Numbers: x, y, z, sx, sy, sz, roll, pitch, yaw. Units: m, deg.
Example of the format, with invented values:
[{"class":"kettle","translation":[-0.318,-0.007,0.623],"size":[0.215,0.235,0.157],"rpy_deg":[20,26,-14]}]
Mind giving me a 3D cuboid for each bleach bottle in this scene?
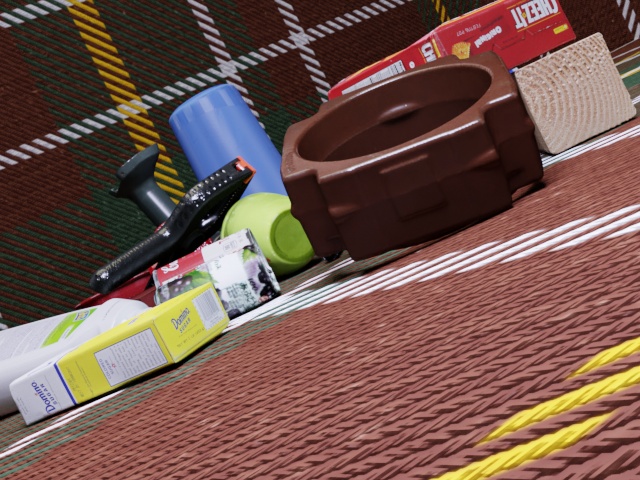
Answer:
[{"class":"bleach bottle","translation":[-0.255,0.113,1.042],"size":[0.251,0.068,0.102],"rpy_deg":[-18,28,30]}]

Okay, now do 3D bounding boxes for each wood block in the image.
[{"class":"wood block","translation":[0.250,-0.150,1.111],"size":[0.091,0.090,0.206],"rpy_deg":[-25,4,7]}]

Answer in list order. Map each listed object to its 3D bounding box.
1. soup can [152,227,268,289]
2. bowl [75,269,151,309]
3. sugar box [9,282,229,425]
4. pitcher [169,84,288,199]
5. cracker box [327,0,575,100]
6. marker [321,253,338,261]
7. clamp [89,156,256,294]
[{"class":"soup can","translation":[-0.102,0.038,1.033],"size":[0.102,0.068,0.068],"rpy_deg":[-25,4,1]},{"class":"bowl","translation":[-0.229,0.076,1.369],"size":[0.162,0.055,0.162],"rpy_deg":[-25,-1,-1]},{"class":"sugar box","translation":[-0.169,0.095,0.891],"size":[0.176,0.048,0.093],"rpy_deg":[-22,5,29]},{"class":"pitcher","translation":[-0.106,-0.094,1.508],"size":[0.144,0.243,0.149],"rpy_deg":[-29,-2,-22]},{"class":"cracker box","translation":[0.128,-0.181,1.104],"size":[0.164,0.072,0.214],"rpy_deg":[-28,5,-29]},{"class":"marker","translation":[0.014,0.004,1.100],"size":[0.020,0.020,0.121],"rpy_deg":[-25,4,10]},{"class":"clamp","translation":[-0.150,-0.006,1.124],"size":[0.210,0.036,0.164],"rpy_deg":[-49,-15,3]}]
